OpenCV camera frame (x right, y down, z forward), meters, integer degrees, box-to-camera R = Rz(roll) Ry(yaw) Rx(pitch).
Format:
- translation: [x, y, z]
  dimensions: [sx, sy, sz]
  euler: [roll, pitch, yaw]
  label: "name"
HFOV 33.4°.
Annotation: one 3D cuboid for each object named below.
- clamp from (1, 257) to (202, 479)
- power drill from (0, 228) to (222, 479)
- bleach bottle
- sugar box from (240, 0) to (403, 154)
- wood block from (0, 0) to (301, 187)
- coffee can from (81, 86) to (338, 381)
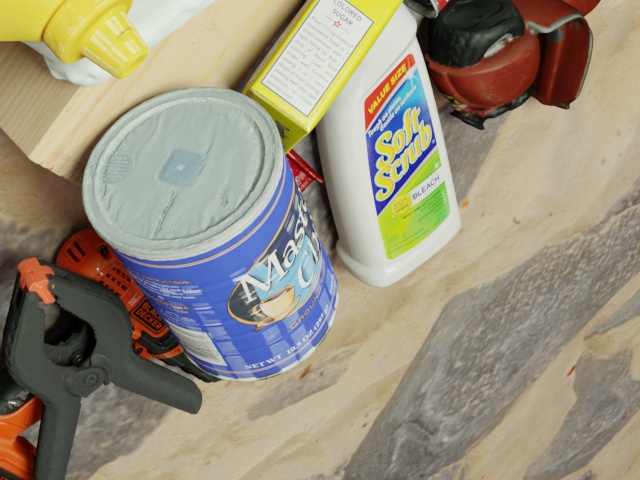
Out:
- translation: [-0.139, 0.077, 0.670]
  dimensions: [0.120, 0.039, 0.171]
  euler: [-26, 133, -25]
  label: "clamp"
- translation: [-0.159, 0.100, 0.739]
  dimensions: [0.187, 0.057, 0.184]
  euler: [-48, 136, -5]
  label: "power drill"
- translation: [0.035, -0.084, 0.764]
  dimensions: [0.102, 0.068, 0.251]
  euler: [-35, 136, -16]
  label: "bleach bottle"
- translation: [0.019, -0.135, 0.608]
  dimensions: [0.048, 0.093, 0.176]
  euler: [38, 81, -7]
  label: "sugar box"
- translation: [-0.088, -0.130, 0.593]
  dimensions: [0.206, 0.091, 0.090]
  euler: [-53, 141, 4]
  label: "wood block"
- translation: [-0.054, 0.001, 0.578]
  dimensions: [0.102, 0.103, 0.140]
  euler: [-39, 146, -12]
  label: "coffee can"
